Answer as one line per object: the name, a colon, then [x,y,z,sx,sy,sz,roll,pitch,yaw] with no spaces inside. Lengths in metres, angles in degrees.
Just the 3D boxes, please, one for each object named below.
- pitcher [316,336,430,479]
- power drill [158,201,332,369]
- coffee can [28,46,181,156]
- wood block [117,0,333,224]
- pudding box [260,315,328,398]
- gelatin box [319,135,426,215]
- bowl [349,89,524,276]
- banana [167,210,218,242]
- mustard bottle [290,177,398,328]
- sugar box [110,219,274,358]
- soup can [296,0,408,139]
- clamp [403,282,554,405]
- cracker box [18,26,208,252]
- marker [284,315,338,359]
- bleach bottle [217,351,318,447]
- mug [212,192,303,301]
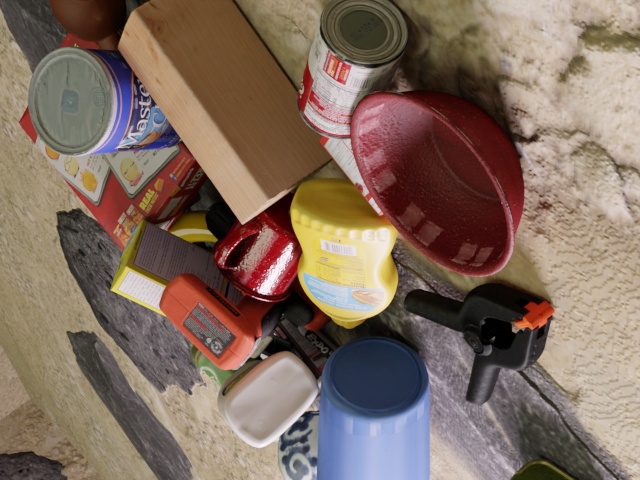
pitcher: [0.052,0.208,1.150,0.149,0.144,0.243,15,139,15]
power drill: [-0.085,0.044,1.112,0.184,0.187,0.057,42,122,9]
coffee can: [-0.203,-0.138,1.058,0.103,0.140,0.103,4,99,27]
wood block: [-0.087,-0.130,0.988,0.206,0.090,0.090,54,157,-1]
pudding box: [-0.029,0.148,1.317,0.090,0.039,0.114,49,158,14]
gelatin box: [0.045,-0.072,0.896,0.089,0.030,0.073,52,155,6]
bowl: [0.097,-0.053,0.791,0.162,0.055,0.162,40,153,25]
banana: [-0.132,-0.002,1.240,0.198,0.069,0.037,12,172,25]
mustard bottle: [0.026,0.024,1.009,0.096,0.058,0.192,11,143,12]
sugar box: [-0.132,0.053,1.155,0.176,0.093,0.048,30,122,-15]
soup can: [0.023,-0.131,0.810,0.068,0.068,0.102,48,155,13]
clamp: [0.134,0.072,0.914,0.120,0.039,0.172,47,150,5]
cracker box: [-0.224,-0.118,1.203,0.214,0.072,0.164,49,124,13]
marker: [0.000,0.118,1.246,0.121,0.020,0.020,43,154,25]
bleach bottle: [-0.077,0.175,1.188,0.068,0.102,0.251,50,164,-3]
mug: [-0.057,0.001,1.062,0.093,0.117,0.082,51,123,25]
